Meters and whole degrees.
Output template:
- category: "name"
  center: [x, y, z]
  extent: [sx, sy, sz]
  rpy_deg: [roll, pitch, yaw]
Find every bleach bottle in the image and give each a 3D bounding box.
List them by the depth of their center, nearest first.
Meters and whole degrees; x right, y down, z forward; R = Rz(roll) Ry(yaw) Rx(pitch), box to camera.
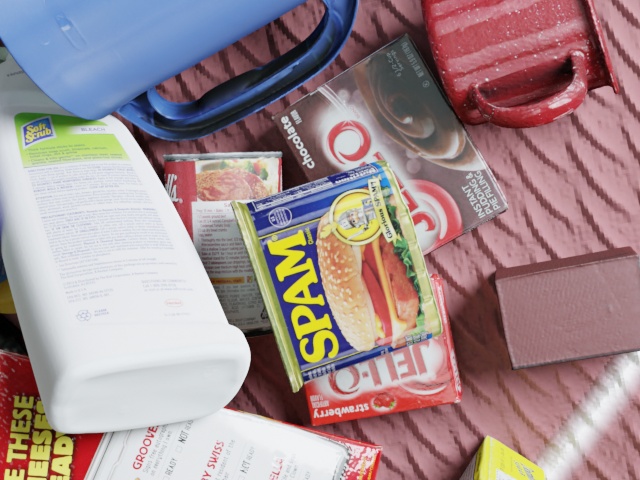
- category: "bleach bottle"
  center: [-0.125, -0.020, 0.577]
  extent: [0.251, 0.102, 0.068]
  rpy_deg: [65, 145, 34]

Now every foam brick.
- category: "foam brick"
  center: [0.137, 0.036, 0.579]
  extent: [0.078, 0.053, 0.051]
  rpy_deg: [-11, 92, 13]

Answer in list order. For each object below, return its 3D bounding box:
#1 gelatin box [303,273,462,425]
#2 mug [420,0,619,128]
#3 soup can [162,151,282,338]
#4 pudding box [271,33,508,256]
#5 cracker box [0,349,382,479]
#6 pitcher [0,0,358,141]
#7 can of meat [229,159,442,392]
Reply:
- category: "gelatin box"
  center: [0.032, 0.063, 0.615]
  extent: [0.089, 0.030, 0.073]
  rpy_deg: [-10, 93, 13]
- category: "mug"
  center: [0.103, -0.100, 0.549]
  extent: [0.082, 0.093, 0.117]
  rpy_deg: [-16, 47, 18]
- category: "soup can"
  center: [-0.054, 0.001, 0.610]
  extent: [0.068, 0.068, 0.102]
  rpy_deg: [0, 95, 12]
- category: "pudding box"
  center: [0.040, -0.045, 0.600]
  extent: [0.090, 0.039, 0.113]
  rpy_deg: [-30, 88, 13]
- category: "cracker box"
  center: [-0.090, 0.164, 0.573]
  extent: [0.213, 0.072, 0.164]
  rpy_deg: [16, 78, -11]
- category: "pitcher"
  center: [-0.041, -0.160, 0.543]
  extent: [0.243, 0.149, 0.145]
  rpy_deg: [-23, 77, 15]
- category: "can of meat"
  center: [0.009, 0.016, 0.556]
  extent: [0.084, 0.057, 0.102]
  rpy_deg: [-18, 103, -5]
